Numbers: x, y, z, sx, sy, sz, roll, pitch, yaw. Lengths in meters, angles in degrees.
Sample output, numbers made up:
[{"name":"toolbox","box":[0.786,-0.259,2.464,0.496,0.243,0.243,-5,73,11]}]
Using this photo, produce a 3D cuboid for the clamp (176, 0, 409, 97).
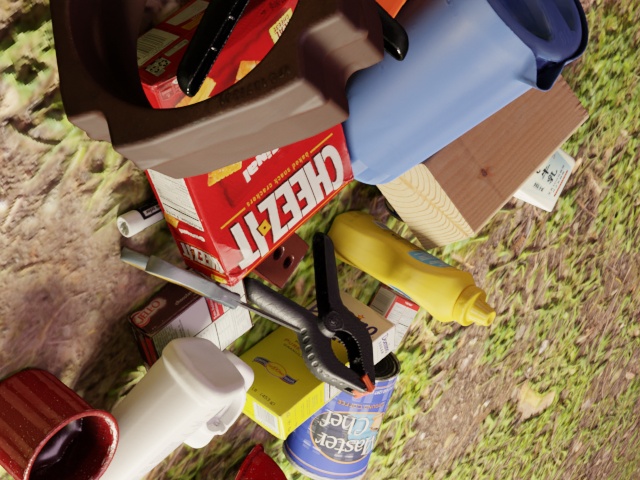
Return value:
[{"name":"clamp","box":[-0.043,-0.205,0.766,0.164,0.210,0.036,-16,169,-2]}]

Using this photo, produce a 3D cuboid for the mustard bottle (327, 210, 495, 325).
[{"name":"mustard bottle","box":[0.100,0.035,1.107,0.096,0.192,0.058,18,101,-57]}]

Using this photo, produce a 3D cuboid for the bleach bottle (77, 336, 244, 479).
[{"name":"bleach bottle","box":[-0.180,0.192,0.938,0.251,0.068,0.102,-45,168,9]}]

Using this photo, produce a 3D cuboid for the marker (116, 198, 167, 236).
[{"name":"marker","box":[-0.121,-0.035,0.913,0.120,0.020,0.020,-30,138,-37]}]

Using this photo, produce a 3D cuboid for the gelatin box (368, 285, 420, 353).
[{"name":"gelatin box","box":[0.075,0.104,1.282,0.089,0.030,0.073,-60,149,2]}]

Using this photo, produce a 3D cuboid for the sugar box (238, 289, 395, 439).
[{"name":"sugar box","box":[-0.012,0.125,1.124,0.176,0.093,0.048,-37,142,-31]}]

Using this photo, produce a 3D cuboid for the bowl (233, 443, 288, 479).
[{"name":"bowl","box":[-0.072,0.308,1.172,0.162,0.055,0.162,21,89,-80]}]

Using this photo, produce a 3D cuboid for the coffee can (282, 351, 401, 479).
[{"name":"coffee can","box":[0.023,0.189,1.213,0.102,0.103,0.140,-11,125,-49]}]

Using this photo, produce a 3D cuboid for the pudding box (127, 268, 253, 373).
[{"name":"pudding box","box":[-0.118,0.076,0.991,0.113,0.039,0.090,-38,143,-26]}]

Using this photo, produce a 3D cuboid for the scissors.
[{"name":"scissors","box":[-0.099,0.043,0.937,0.201,0.096,0.016,33,79,-59]}]

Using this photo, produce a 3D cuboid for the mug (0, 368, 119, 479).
[{"name":"mug","box":[-0.228,0.168,0.877,0.093,0.082,0.117,-20,131,-45]}]

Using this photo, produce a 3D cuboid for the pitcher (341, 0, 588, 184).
[{"name":"pitcher","box":[0.101,-0.159,0.937,0.243,0.145,0.149,-37,-167,43]}]

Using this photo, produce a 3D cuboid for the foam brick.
[{"name":"foam brick","box":[-0.057,0.001,0.999,0.053,0.051,0.078,-56,147,-5]}]

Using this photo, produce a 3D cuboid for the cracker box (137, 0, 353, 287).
[{"name":"cracker box","box":[-0.065,-0.093,0.872,0.164,0.072,0.213,-42,136,-26]}]

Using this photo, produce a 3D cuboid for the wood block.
[{"name":"wood block","box":[0.167,-0.094,1.089,0.205,0.090,0.091,-43,101,-28]}]

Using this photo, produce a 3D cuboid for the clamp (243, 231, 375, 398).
[{"name":"clamp","box":[0.007,0.076,1.079,0.120,0.171,0.039,-41,-172,-29]}]
